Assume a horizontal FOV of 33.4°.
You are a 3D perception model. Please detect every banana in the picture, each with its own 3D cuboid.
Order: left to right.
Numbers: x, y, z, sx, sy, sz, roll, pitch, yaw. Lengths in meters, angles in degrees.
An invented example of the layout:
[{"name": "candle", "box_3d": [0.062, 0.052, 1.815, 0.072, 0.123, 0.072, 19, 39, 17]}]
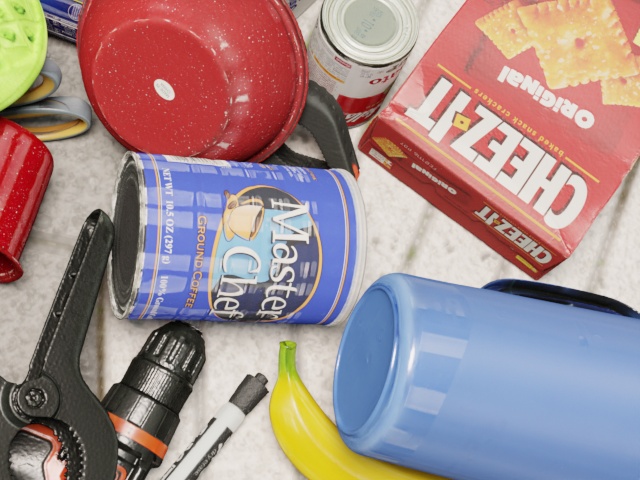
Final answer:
[{"name": "banana", "box_3d": [0.040, 0.144, 0.680, 0.197, 0.037, 0.070, 33, 108, -5]}]

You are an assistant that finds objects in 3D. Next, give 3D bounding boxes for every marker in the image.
[{"name": "marker", "box_3d": [-0.074, 0.133, 0.682, 0.020, 0.020, 0.121, 40, 71, 3]}]

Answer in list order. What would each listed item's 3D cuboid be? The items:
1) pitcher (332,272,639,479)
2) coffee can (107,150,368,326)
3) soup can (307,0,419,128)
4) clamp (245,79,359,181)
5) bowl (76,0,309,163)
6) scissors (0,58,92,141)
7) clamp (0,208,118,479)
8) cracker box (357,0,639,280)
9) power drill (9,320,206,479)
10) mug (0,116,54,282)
[{"name": "pitcher", "box_3d": [0.135, 0.090, 0.657, 0.242, 0.149, 0.145, 15, 84, -17]}, {"name": "coffee can", "box_3d": [-0.054, 0.001, 0.668, 0.140, 0.103, 0.103, 4, 72, -21]}, {"name": "soup can", "box_3d": [0.023, -0.128, 0.733, 0.068, 0.102, 0.068, 3, 72, -10]}, {"name": "clamp", "box_3d": [-0.038, -0.099, 0.718, 0.171, 0.120, 0.039, 31, 37, -4]}, {"name": "bowl", "box_3d": [-0.091, -0.104, 0.676, 0.162, 0.162, 0.055, 29, 33, -1]}, {"name": "scissors", "box_3d": [-0.248, -0.086, 0.682, 0.201, 0.096, 0.016, -2, 64, -14]}, {"name": "clamp", "box_3d": [-0.160, 0.083, 0.602, 0.164, 0.036, 0.210, -21, 88, -37]}, {"name": "cracker box", "box_3d": [0.156, -0.107, 0.767, 0.164, 0.072, 0.213, 36, 71, 3]}, {"name": "power drill", "box_3d": [-0.183, 0.099, 0.652, 0.187, 0.057, 0.184, 28, 71, -1]}, {"name": "mug", "box_3d": [-0.228, -0.030, 0.675, 0.117, 0.093, 0.081, 2, 63, 28]}]
